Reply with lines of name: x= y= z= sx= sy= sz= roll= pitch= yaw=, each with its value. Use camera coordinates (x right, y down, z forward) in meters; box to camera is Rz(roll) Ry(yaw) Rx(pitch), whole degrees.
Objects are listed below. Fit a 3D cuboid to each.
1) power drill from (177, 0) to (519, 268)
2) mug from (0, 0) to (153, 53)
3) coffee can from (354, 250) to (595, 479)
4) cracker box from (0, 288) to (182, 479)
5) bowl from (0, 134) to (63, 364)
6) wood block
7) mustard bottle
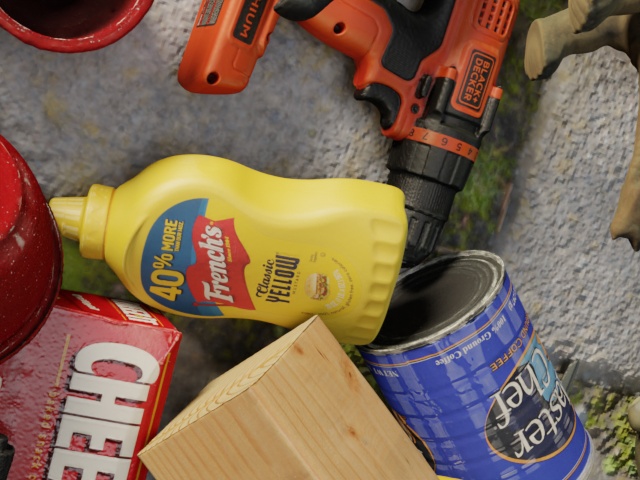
power drill: x=0.016 y=-0.091 z=0.620 sx=0.187 sy=0.057 sz=0.184 roll=19 pitch=88 yaw=-26
mug: x=-0.144 y=-0.135 z=0.533 sx=0.117 sy=0.082 sz=0.093 roll=-30 pitch=109 yaw=-15
coffee can: x=0.094 y=0.092 z=0.657 sx=0.102 sy=0.103 sz=0.140 roll=-34 pitch=110 yaw=-13
cracker box: x=-0.197 y=0.100 z=0.558 sx=0.213 sy=0.072 sz=0.164 roll=13 pitch=95 yaw=-24
bowl: x=-0.192 y=-0.014 z=0.499 sx=0.162 sy=0.055 sz=0.162 roll=17 pitch=51 yaw=-22
wood block: x=0.013 y=0.158 z=0.569 sx=0.091 sy=0.090 sz=0.206 roll=-34 pitch=94 yaw=30
mustard bottle: x=-0.054 y=0.001 z=0.590 sx=0.191 sy=0.058 sz=0.096 roll=10 pitch=127 yaw=-6
